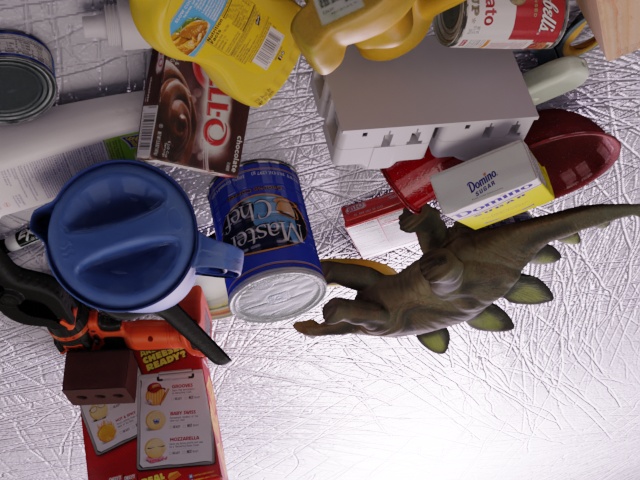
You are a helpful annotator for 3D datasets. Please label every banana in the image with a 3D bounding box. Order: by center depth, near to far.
[{"bbox_3d":[0.011,0.044,1.321,0.197,0.037,0.070,-5,165,-13],"label":"banana"}]

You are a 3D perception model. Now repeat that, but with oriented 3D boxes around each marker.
[{"bbox_3d":[-0.300,-0.007,1.120,0.121,0.020,0.020,-22,148,13],"label":"marker"}]

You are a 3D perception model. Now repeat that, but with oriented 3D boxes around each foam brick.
[{"bbox_3d":[-0.260,0.162,1.264,0.078,0.051,0.053,-3,150,4],"label":"foam brick"}]

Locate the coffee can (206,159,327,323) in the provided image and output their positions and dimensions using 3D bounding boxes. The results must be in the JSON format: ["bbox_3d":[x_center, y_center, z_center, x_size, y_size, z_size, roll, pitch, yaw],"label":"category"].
[{"bbox_3d":[-0.057,0.001,1.116,0.102,0.140,0.103,-10,149,-7],"label":"coffee can"}]

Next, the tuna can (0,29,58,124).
[{"bbox_3d":[-0.268,-0.138,0.905,0.086,0.034,0.086,-11,149,-7],"label":"tuna can"}]

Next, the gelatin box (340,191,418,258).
[{"bbox_3d":[0.070,-0.019,1.245,0.073,0.030,0.089,-18,149,9],"label":"gelatin box"}]

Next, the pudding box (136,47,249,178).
[{"bbox_3d":[-0.108,-0.118,0.935,0.089,0.113,0.039,10,-179,-34],"label":"pudding box"}]

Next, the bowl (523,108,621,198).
[{"bbox_3d":[0.238,-0.095,1.154,0.162,0.055,0.162,-12,157,-5],"label":"bowl"}]

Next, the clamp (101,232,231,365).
[{"bbox_3d":[-0.180,0.057,1.185,0.209,0.164,0.036,2,-175,-14],"label":"clamp"}]

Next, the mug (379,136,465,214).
[{"bbox_3d":[0.117,-0.080,1.103,0.082,0.093,0.117,-32,132,18],"label":"mug"}]

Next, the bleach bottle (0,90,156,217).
[{"bbox_3d":[-0.203,-0.089,0.988,0.250,0.068,0.102,-14,153,-6],"label":"bleach bottle"}]

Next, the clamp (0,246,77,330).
[{"bbox_3d":[-0.327,0.044,1.126,0.171,0.039,0.120,22,141,-28],"label":"clamp"}]

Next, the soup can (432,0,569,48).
[{"bbox_3d":[0.158,-0.204,0.942,0.102,0.068,0.069,-3,147,-18],"label":"soup can"}]

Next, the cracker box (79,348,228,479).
[{"bbox_3d":[-0.214,0.227,1.347,0.164,0.214,0.072,-14,151,-1],"label":"cracker box"}]

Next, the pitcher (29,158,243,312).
[{"bbox_3d":[-0.167,0.012,1.030,0.145,0.149,0.243,-36,176,-6],"label":"pitcher"}]

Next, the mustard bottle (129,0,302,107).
[{"bbox_3d":[-0.095,-0.186,0.853,0.191,0.058,0.096,27,92,-48],"label":"mustard bottle"}]

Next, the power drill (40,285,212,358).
[{"bbox_3d":[-0.228,0.094,1.260,0.187,0.057,0.184,-3,150,4],"label":"power drill"}]

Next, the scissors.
[{"bbox_3d":[0.211,-0.174,1.065,0.096,0.016,0.202,11,147,-26],"label":"scissors"}]

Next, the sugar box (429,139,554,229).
[{"bbox_3d":[0.171,-0.050,1.037,0.093,0.048,0.176,-22,172,16],"label":"sugar box"}]
